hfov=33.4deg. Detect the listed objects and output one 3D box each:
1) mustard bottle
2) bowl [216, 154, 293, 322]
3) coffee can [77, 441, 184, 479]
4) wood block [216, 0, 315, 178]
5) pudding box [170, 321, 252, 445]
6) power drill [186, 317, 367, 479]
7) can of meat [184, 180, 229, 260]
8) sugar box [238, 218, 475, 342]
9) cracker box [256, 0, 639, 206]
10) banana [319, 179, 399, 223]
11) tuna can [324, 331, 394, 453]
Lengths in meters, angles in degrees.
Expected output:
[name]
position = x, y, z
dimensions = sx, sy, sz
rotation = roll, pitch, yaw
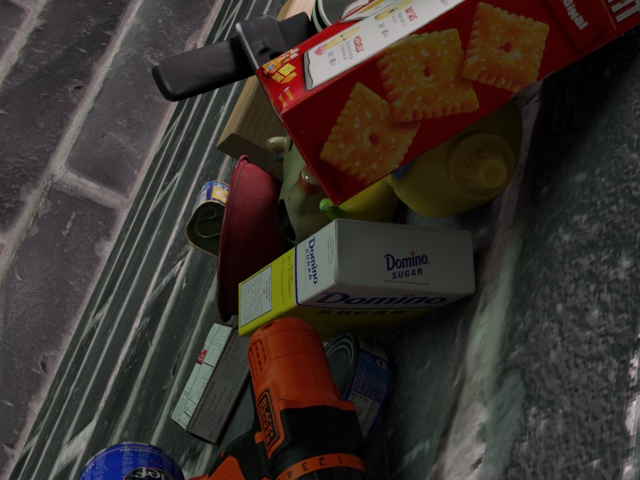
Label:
[mustard bottle]
position = 0.085, -0.063, 0.702
dimensions = 0.096, 0.058, 0.192
rotation = -49, 16, 6
[bowl]
position = -0.057, 0.001, 1.018
dimensions = 0.162, 0.055, 0.162
rotation = 7, -91, -86
[coffee can]
position = -0.165, 0.250, 0.924
dimensions = 0.103, 0.102, 0.140
rotation = -61, 14, 8
[wood block]
position = -0.038, -0.190, 1.299
dimensions = 0.206, 0.090, 0.091
rotation = -67, 14, -14
[pudding box]
position = -0.100, 0.136, 1.035
dimensions = 0.113, 0.039, 0.090
rotation = -67, 15, -8
[power drill]
position = -0.030, 0.168, 0.644
dimensions = 0.188, 0.057, 0.184
rotation = -56, 37, 39
[can of meat]
position = -0.092, -0.016, 1.151
dimensions = 0.057, 0.102, 0.084
rotation = -58, 13, 18
[sugar box]
position = 0.017, 0.032, 0.694
dimensions = 0.176, 0.093, 0.048
rotation = 150, 122, -65
[cracker box]
position = 0.073, -0.118, 0.645
dimensions = 0.213, 0.072, 0.164
rotation = -30, 18, 2
[banana]
position = 0.048, -0.063, 0.836
dimensions = 0.197, 0.037, 0.069
rotation = -66, -24, -43
[tuna can]
position = 0.013, 0.105, 0.701
dimensions = 0.086, 0.033, 0.086
rotation = -56, 16, 24
